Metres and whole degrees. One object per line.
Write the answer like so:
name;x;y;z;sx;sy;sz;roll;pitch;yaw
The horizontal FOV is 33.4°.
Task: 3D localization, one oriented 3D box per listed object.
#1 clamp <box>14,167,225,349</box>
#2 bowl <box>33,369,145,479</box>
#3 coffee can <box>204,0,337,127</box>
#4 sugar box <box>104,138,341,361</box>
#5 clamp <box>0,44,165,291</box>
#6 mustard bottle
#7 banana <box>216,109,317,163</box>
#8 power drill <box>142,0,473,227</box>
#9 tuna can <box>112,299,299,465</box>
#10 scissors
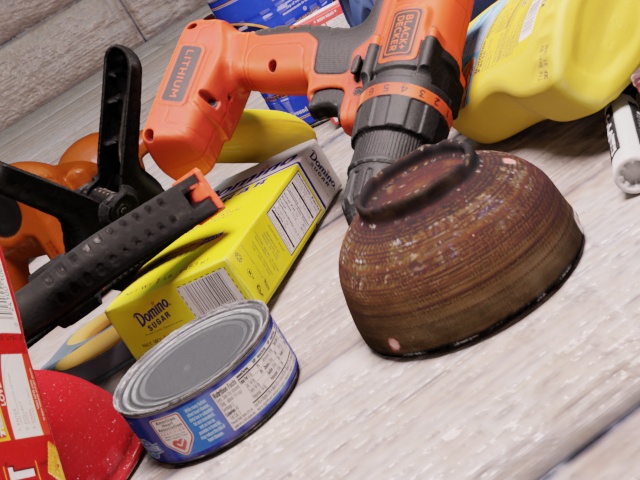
clamp;-0.148;0.032;0.587;0.210;0.036;0.164;-35;2;6
bowl;-0.167;0.113;0.534;0.162;0.055;0.162;-28;19;10
coffee can;-0.025;-0.180;0.942;0.103;0.140;0.103;-28;18;10
sugar box;-0.055;0.001;0.667;0.093;0.048;0.176;-22;21;26
clamp;-0.129;-0.034;0.665;0.039;0.171;0.120;32;70;36
mustard bottle;0.115;-0.105;0.620;0.096;0.058;0.192;-67;15;-11
banana;-0.046;-0.068;0.768;0.070;0.037;0.197;-24;-7;17
power drill;-0.009;-0.076;0.619;0.188;0.057;0.184;-1;56;29
tuna can;-0.054;0.067;0.509;0.086;0.033;0.086;-28;18;10
scissors;-0.187;0.092;0.685;0.202;0.016;0.096;-28;17;10
